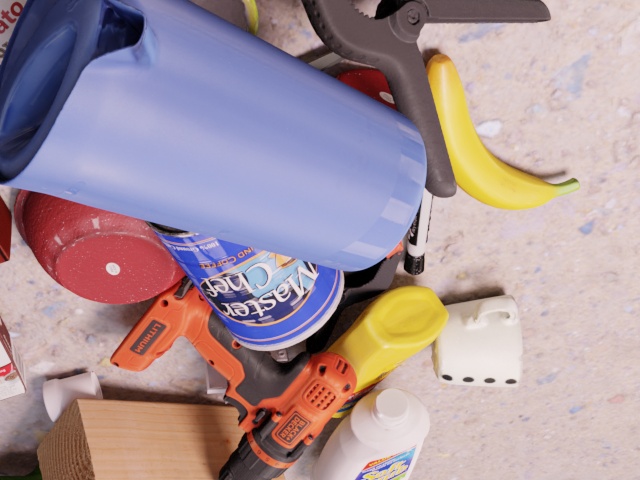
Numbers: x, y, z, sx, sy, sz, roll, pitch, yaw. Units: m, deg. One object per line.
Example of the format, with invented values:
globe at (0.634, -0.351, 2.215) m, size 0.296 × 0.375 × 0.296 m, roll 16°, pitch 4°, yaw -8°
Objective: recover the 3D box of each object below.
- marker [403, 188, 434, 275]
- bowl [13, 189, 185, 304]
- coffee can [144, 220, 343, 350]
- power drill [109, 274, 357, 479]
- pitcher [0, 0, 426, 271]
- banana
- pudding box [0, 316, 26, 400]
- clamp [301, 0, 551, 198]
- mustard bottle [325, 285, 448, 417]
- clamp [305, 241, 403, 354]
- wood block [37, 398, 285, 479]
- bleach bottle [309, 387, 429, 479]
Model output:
marker at (0.085, -0.014, 0.911) m, size 0.020 × 0.020 × 0.121 m, roll -5°, pitch 136°, yaw -7°
bowl at (-0.160, 0.002, 0.840) m, size 0.162 × 0.055 × 0.162 m, roll -4°, pitch 141°, yaw -3°
coffee can at (-0.055, 0.001, 0.795) m, size 0.103 × 0.103 × 0.140 m, roll -22°, pitch 133°, yaw 11°
power drill at (-0.086, 0.128, 0.934) m, size 0.187 × 0.057 × 0.185 m, roll 36°, pitch 115°, yaw -6°
pitcher at (-0.065, -0.061, 0.628) m, size 0.242 × 0.149 × 0.145 m, roll 19°, pitch 114°, yaw -33°
banana at (0.128, -0.073, 0.851) m, size 0.070 × 0.037 × 0.197 m, roll -48°, pitch 129°, yaw 10°
pudding box at (-0.314, 0.101, 0.925) m, size 0.090 × 0.039 × 0.113 m, roll -18°, pitch 135°, yaw -8°
clamp at (0.053, -0.137, 0.717) m, size 0.209 × 0.164 × 0.036 m, roll 28°, pitch 169°, yaw -27°
mustard bottle at (0.033, 0.115, 0.987) m, size 0.096 × 0.058 × 0.192 m, roll -23°, pitch 162°, yaw -42°
clamp at (0.011, 0.044, 0.943) m, size 0.172 × 0.039 × 0.120 m, roll -27°, pitch 141°, yaw 25°
wood block at (-0.150, 0.214, 1.016) m, size 0.205 × 0.090 × 0.091 m, roll 10°, pitch 134°, yaw -38°
bleach bottle at (0.047, 0.201, 1.037) m, size 0.102 × 0.068 × 0.251 m, roll -14°, pitch 154°, yaw -10°
